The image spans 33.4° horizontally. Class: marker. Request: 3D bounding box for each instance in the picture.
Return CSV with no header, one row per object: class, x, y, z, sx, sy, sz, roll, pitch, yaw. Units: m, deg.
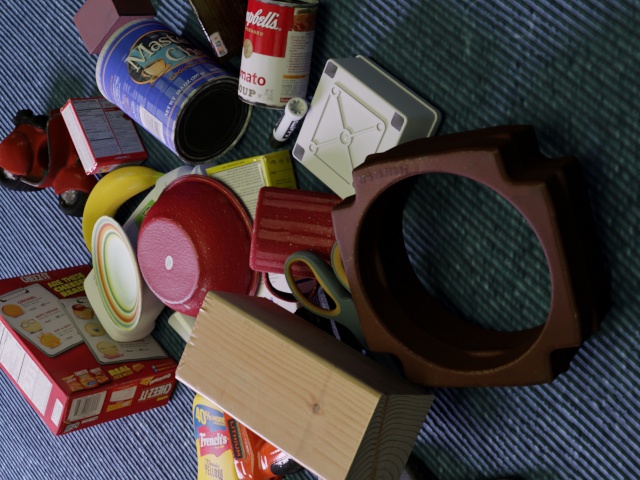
marker,-0.033,-0.112,1.032,0.121,0.020,0.020,140,113,-75

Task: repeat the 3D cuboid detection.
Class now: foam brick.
foam brick,-0.235,-0.255,1.215,0.078,0.051,0.053,-36,75,43

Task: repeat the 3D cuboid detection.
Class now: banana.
banana,-0.244,-0.037,1.266,0.069,0.037,0.198,41,135,-10

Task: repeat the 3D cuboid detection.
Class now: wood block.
wood block,-0.018,0.128,0.938,0.206,0.090,0.091,28,99,36

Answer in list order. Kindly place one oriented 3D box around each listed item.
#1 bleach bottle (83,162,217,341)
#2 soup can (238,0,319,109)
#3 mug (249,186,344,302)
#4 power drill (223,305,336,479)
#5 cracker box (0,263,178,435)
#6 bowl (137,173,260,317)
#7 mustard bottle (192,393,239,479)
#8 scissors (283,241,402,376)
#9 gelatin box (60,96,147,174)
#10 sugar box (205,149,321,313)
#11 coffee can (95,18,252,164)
bleach bottle,-0.180,0.006,1.213,0.251,0.067,0.102,-48,67,37
soup can,-0.041,-0.184,1.029,0.069,0.068,0.102,26,117,38
mug,-0.024,0.004,1.015,0.081,0.093,0.117,7,111,-1
power drill,-0.030,0.168,1.062,0.188,0.057,0.184,-27,72,54
cracker box,-0.298,0.127,1.281,0.214,0.163,0.072,41,123,31
bowl,-0.139,0.015,1.106,0.162,0.055,0.162,13,110,37
mustard bottle,-0.102,0.217,1.183,0.096,0.058,0.191,7,103,49
scissors,0.054,0.073,0.971,0.201,0.016,0.096,43,111,-8
gelatin box,-0.253,-0.124,1.245,0.030,0.073,0.089,-38,73,43
sugar box,-0.057,0.001,1.102,0.094,0.048,0.176,-9,96,44
coffee can,-0.154,-0.158,1.121,0.140,0.102,0.103,38,123,32
